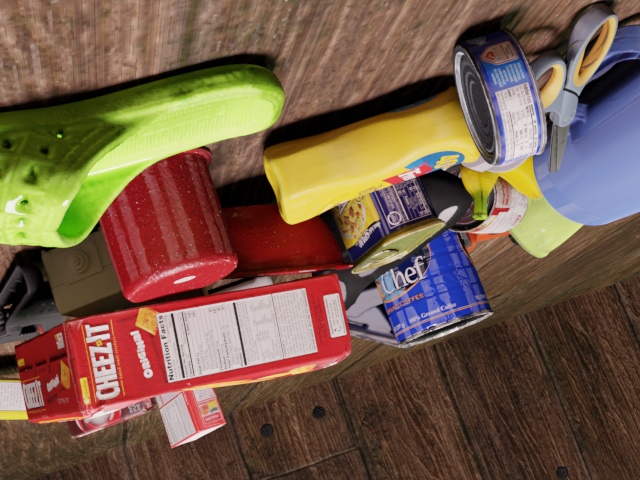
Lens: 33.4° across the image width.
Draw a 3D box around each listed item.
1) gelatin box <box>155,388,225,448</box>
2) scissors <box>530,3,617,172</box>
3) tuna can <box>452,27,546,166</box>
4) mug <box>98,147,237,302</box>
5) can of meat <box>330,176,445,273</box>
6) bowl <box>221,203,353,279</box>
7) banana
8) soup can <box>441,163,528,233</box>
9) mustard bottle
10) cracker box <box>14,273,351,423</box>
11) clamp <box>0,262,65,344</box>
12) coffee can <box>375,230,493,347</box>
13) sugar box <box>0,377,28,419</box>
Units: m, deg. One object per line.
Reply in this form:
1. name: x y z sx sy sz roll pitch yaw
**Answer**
1. gelatin box: -0.122 0.143 0.966 0.030 0.073 0.089 -14 167 -28
2. scissors: 0.168 -0.091 0.791 0.096 0.016 0.202 -30 154 -23
3. tuna can: 0.116 -0.093 0.698 0.033 0.086 0.086 -17 168 -2
4. mug: -0.104 -0.006 0.739 0.093 0.081 0.117 -21 168 7
5. can of meat: 0.047 -0.030 0.870 0.057 0.084 0.102 -19 169 -24
6. bowl: -0.056 0.001 0.857 0.162 0.055 0.162 -5 180 0
7. banana: 0.162 -0.063 0.962 0.037 0.069 0.197 1 -171 28
8. soup can: 0.157 -0.041 1.048 0.069 0.068 0.102 -26 167 27
9. mustard bottle: 0.056 -0.069 0.776 0.191 0.058 0.096 -20 175 -4
10. cracker box: -0.107 0.085 0.817 0.213 0.072 0.164 -9 173 -28
11. clamp: -0.265 0.061 0.896 0.165 0.036 0.209 -22 170 14
12. coffee can: 0.103 0.026 1.085 0.102 0.140 0.103 -19 168 -4
13. sugar box: -0.326 0.177 1.186 0.094 0.048 0.175 -8 165 43
